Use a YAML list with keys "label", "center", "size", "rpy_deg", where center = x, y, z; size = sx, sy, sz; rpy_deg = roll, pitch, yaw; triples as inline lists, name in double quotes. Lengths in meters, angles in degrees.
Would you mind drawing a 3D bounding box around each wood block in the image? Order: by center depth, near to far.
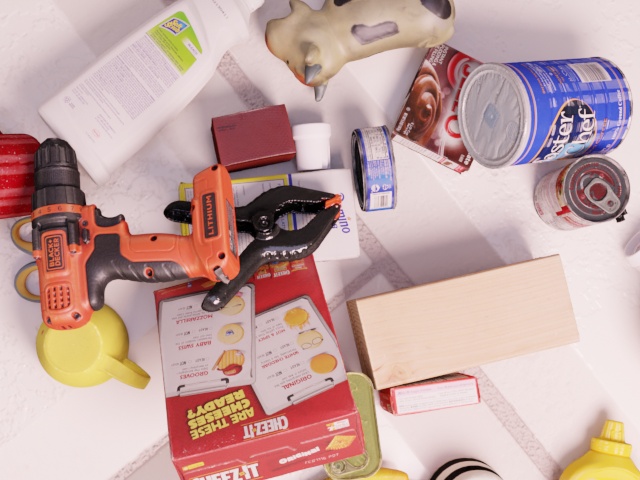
- label: "wood block"
  center: [0.139, 0.081, 1.068]
  size: [0.206, 0.090, 0.091]
  rpy_deg: [-13, 87, -6]

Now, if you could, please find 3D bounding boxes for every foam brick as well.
- label: "foam brick"
  center: [-0.069, -0.102, 1.081]
  size: [0.078, 0.051, 0.053]
  rpy_deg: [-11, 86, -6]

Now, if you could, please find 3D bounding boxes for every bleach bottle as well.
- label: "bleach bottle"
  center: [-0.156, -0.170, 1.073]
  size: [0.250, 0.068, 0.102]
  rpy_deg: [-40, 91, -9]

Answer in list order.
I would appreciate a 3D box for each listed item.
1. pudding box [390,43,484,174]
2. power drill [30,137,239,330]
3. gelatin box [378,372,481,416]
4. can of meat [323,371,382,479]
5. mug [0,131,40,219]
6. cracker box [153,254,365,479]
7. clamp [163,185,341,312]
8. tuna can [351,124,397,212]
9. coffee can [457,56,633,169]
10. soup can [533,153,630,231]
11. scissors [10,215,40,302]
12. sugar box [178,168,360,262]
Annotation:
- label: "pudding box"
  center: [0.133, -0.138, 1.108]
  size: [0.090, 0.039, 0.113]
  rpy_deg: [25, 84, -3]
- label: "power drill"
  center: [-0.173, -0.018, 0.980]
  size: [0.188, 0.057, 0.184]
  rpy_deg: [-9, 76, 6]
- label: "gelatin box"
  center: [0.108, 0.154, 1.067]
  size: [0.089, 0.073, 0.030]
  rpy_deg: [-8, 86, -6]
- label: "can of meat"
  center: [0.022, 0.179, 1.052]
  size: [0.057, 0.084, 0.102]
  rpy_deg: [-7, 86, -6]
- label: "mug"
  center: [-0.320, -0.071, 1.031]
  size: [0.081, 0.093, 0.117]
  rpy_deg: [-9, 60, -45]
- label: "cracker box"
  center: [-0.062, 0.118, 0.989]
  size: [0.164, 0.072, 0.214]
  rpy_deg: [-15, 42, -1]
- label: "clamp"
  center: [-0.057, 0.001, 1.023]
  size: [0.171, 0.039, 0.120]
  rpy_deg: [-12, 70, -7]
- label: "tuna can"
  center: [0.053, -0.072, 1.073]
  size: [0.033, 0.086, 0.086]
  rpy_deg: [-7, 87, -4]
- label: "coffee can"
  center: [0.222, -0.128, 1.060]
  size: [0.140, 0.103, 0.103]
  rpy_deg: [-9, 86, -30]
- label: "soup can"
  center: [0.262, -0.046, 1.081]
  size: [0.068, 0.102, 0.068]
  rpy_deg: [0, 86, -5]
- label: "scissors"
  center: [-0.220, 0.035, 1.056]
  size: [0.202, 0.016, 0.096]
  rpy_deg: [20, 92, 9]
- label: "sugar box"
  center: [-0.053, -0.019, 1.080]
  size: [0.176, 0.048, 0.093]
  rpy_deg: [-5, 86, -9]
